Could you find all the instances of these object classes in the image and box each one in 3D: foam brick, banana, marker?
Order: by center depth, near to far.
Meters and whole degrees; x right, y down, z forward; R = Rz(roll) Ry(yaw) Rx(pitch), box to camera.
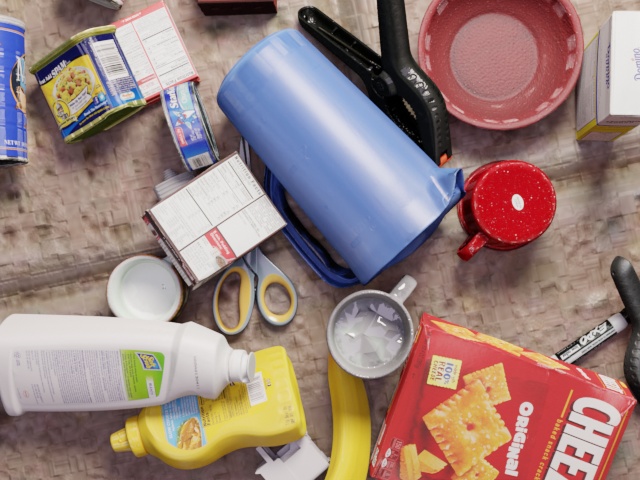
[{"bbox_3d":[0.019,0.200,1.041,0.069,0.037,0.197,38,51,-32],"label":"banana"},{"bbox_3d":[0.277,0.097,1.069,0.121,0.020,0.020,-35,88,2],"label":"marker"},{"bbox_3d":[-0.084,-0.257,1.071,0.078,0.053,0.051,-1,89,3],"label":"foam brick"}]

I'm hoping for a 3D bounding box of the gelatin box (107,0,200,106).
[{"bbox_3d":[-0.173,-0.187,1.085,0.073,0.030,0.089,-25,89,1],"label":"gelatin box"}]

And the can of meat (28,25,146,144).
[{"bbox_3d":[-0.230,-0.153,1.058,0.102,0.057,0.084,-23,92,37],"label":"can of meat"}]

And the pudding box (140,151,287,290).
[{"bbox_3d":[-0.103,-0.020,1.038,0.113,0.039,0.090,-35,91,-22],"label":"pudding box"}]

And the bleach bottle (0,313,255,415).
[{"bbox_3d":[-0.186,0.124,1.033,0.251,0.068,0.102,1,119,12],"label":"bleach bottle"}]

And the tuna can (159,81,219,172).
[{"bbox_3d":[-0.128,-0.113,1.055,0.034,0.086,0.086,-18,89,0],"label":"tuna can"}]

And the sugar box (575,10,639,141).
[{"bbox_3d":[0.274,-0.148,0.993,0.048,0.176,0.093,2,89,2],"label":"sugar box"}]

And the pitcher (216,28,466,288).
[{"bbox_3d":[0.008,-0.078,1.037,0.149,0.145,0.243,-41,84,-11],"label":"pitcher"}]

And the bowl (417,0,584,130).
[{"bbox_3d":[0.175,-0.187,1.058,0.162,0.055,0.162,0,90,2],"label":"bowl"}]

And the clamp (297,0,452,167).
[{"bbox_3d":[0.062,-0.162,1.046,0.036,0.165,0.210,-38,111,-25],"label":"clamp"}]

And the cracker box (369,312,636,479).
[{"bbox_3d":[0.173,0.184,1.037,0.213,0.072,0.164,20,99,3],"label":"cracker box"}]

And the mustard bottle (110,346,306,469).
[{"bbox_3d":[-0.115,0.174,1.056,0.191,0.058,0.096,-17,55,3],"label":"mustard bottle"}]

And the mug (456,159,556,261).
[{"bbox_3d":[0.176,-0.027,1.043,0.093,0.081,0.117,44,91,2],"label":"mug"}]

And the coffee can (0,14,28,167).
[{"bbox_3d":[-0.343,-0.146,1.055,0.103,0.103,0.140,-2,90,2],"label":"coffee can"}]

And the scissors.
[{"bbox_3d":[-0.057,0.001,1.086,0.096,0.016,0.202,13,90,1],"label":"scissors"}]
